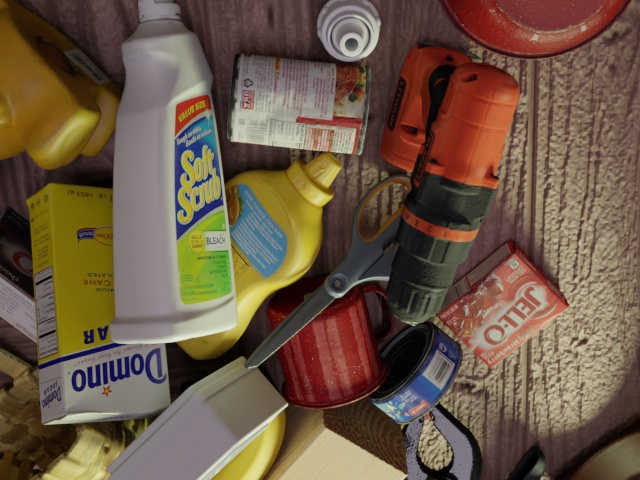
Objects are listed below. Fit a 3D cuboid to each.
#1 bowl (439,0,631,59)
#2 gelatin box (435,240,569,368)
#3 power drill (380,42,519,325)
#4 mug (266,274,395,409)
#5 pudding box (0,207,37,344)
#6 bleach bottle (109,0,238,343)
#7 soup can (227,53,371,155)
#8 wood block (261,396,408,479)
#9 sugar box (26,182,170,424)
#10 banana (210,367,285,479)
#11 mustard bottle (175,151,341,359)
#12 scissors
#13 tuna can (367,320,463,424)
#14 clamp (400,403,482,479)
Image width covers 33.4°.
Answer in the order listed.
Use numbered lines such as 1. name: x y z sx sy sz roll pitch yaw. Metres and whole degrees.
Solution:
1. bowl: 0.163 -0.201 0.768 0.162 0.055 0.162 0 116 -1
2. gelatin box: 0.153 0.055 0.903 0.089 0.030 0.073 -41 110 17
3. power drill: 0.083 -0.054 0.764 0.057 0.187 0.184 14 113 -9
4. mug: 0.013 0.076 0.888 0.117 0.093 0.081 -24 112 -24
5. pudding box: -0.227 0.036 0.858 0.113 0.090 0.039 38 110 -16
6. bleach bottle: -0.114 -0.055 0.783 0.068 0.102 0.251 -4 91 29
7. soup can: -0.017 -0.103 0.805 0.102 0.068 0.068 5 115 -3
8. wood block: -0.024 0.225 0.947 0.090 0.090 0.206 32 113 -18
9. sugar box: -0.169 0.048 0.814 0.093 0.176 0.048 3 161 -40
10. banana: -0.085 0.191 0.907 0.070 0.037 0.198 40 108 13
11. mustard bottle: -0.055 0.001 0.849 0.192 0.058 0.096 -45 69 17
12. scissors: 0.033 0.039 0.835 0.096 0.016 0.201 32 73 1
13. tuna can: 0.078 0.110 0.899 0.033 0.086 0.086 40 109 -16
14. clamp: 0.119 0.222 0.947 0.120 0.039 0.171 -4 95 1
